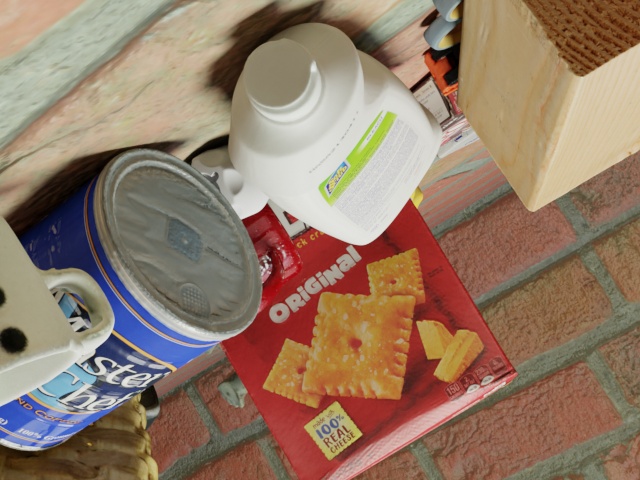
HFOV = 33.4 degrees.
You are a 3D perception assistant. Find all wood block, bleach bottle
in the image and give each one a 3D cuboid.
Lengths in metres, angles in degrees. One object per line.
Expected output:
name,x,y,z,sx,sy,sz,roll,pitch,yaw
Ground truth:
wood block,0.133,-0.100,0.554,0.091,0.090,0.206,-31,165,-2
bleach bottle,0.008,-0.059,0.547,0.102,0.068,0.250,-58,168,0

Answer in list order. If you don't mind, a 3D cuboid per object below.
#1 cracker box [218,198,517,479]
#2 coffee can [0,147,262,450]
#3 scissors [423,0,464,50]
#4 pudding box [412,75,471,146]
cracker box,0.011,0.044,0.739,0.164,0.214,0.072,-31,173,-1
coffee can,-0.114,0.032,0.542,0.140,0.103,0.102,-33,174,29
scissors,0.136,-0.157,0.607,0.201,0.016,0.096,-26,172,-28
pudding box,0.092,-0.098,0.813,0.089,0.039,0.114,-26,173,-34
